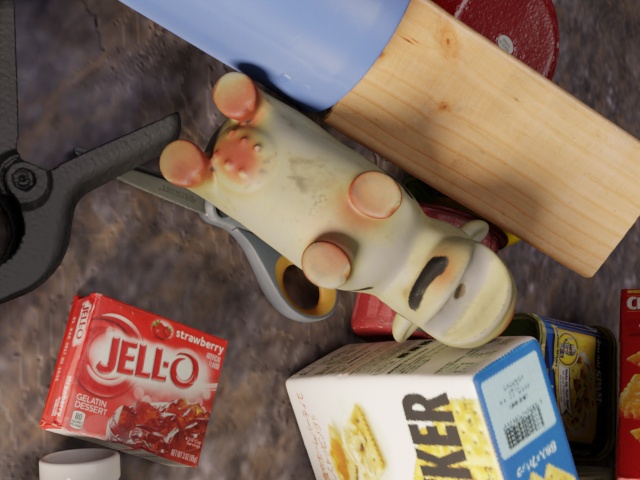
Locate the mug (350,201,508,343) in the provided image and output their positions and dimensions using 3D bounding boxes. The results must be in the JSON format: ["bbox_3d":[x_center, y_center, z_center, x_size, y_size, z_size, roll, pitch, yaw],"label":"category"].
[{"bbox_3d":[0.070,0.032,0.697,0.117,0.093,0.081,49,53,-67],"label":"mug"}]

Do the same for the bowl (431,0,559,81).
[{"bbox_3d":[0.109,-0.134,0.733,0.161,0.055,0.162,-6,103,-27],"label":"bowl"}]

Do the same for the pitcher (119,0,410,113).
[{"bbox_3d":[-0.067,-0.179,0.549,0.242,0.145,0.149,25,107,-26],"label":"pitcher"}]

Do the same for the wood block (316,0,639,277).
[{"bbox_3d":[0.100,-0.072,0.661,0.205,0.091,0.090,28,105,-21],"label":"wood block"}]

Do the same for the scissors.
[{"bbox_3d":[-0.054,0.001,0.632,0.201,0.016,0.096,3,79,-41],"label":"scissors"}]

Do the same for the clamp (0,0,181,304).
[{"bbox_3d":[-0.158,-0.039,0.534,0.120,0.039,0.171,40,62,-12],"label":"clamp"}]

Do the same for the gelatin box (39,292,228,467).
[{"bbox_3d":[-0.099,0.076,0.574,0.089,0.030,0.073,26,67,-36],"label":"gelatin box"}]
